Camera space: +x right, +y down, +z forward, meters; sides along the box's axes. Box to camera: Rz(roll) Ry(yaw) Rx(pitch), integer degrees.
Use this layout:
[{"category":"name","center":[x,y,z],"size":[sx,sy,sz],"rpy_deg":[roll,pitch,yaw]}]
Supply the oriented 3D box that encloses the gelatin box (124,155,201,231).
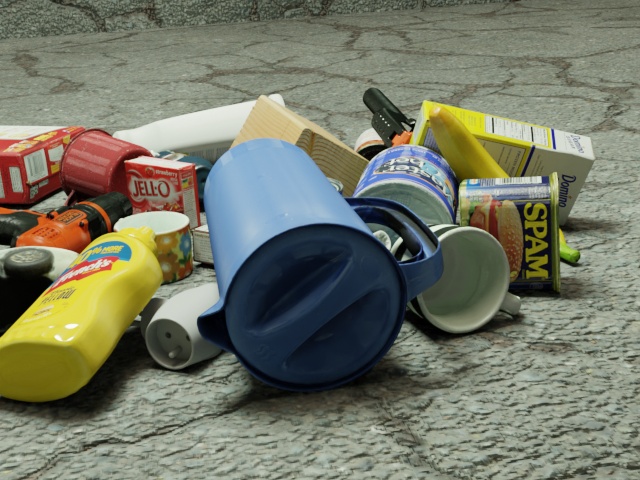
[{"category":"gelatin box","center":[-0.175,-0.051,1.174],"size":[0.089,0.073,0.030],"rpy_deg":[11,23,37]}]

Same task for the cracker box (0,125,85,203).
[{"category":"cracker box","center":[-0.430,-0.098,1.369],"size":[0.214,0.072,0.164],"rpy_deg":[1,18,17]}]

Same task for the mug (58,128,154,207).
[{"category":"mug","center":[-0.251,-0.070,1.244],"size":[0.082,0.093,0.117],"rpy_deg":[18,58,37]}]

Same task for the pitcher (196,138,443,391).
[{"category":"pitcher","center":[-0.016,0.002,0.850],"size":[0.149,0.145,0.243],"rpy_deg":[28,15,-22]}]

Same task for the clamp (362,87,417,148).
[{"category":"clamp","center":[0.112,-0.112,1.218],"size":[0.164,0.036,0.210],"rpy_deg":[36,13,-3]}]

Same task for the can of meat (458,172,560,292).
[{"category":"can of meat","center":[0.166,-0.006,0.935],"size":[0.084,0.102,0.057],"rpy_deg":[-2,18,11]}]

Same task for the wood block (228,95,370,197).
[{"category":"wood block","center":[-0.029,-0.088,1.184],"size":[0.090,0.091,0.206],"rpy_deg":[27,8,-22]}]

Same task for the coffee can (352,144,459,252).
[{"category":"coffee can","center":[0.077,-0.024,1.002],"size":[0.103,0.103,0.140],"rpy_deg":[0,18,10]}]

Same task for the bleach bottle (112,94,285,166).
[{"category":"bleach bottle","center":[-0.171,-0.130,1.389],"size":[0.250,0.068,0.103],"rpy_deg":[-9,-20,-13]}]

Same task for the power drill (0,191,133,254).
[{"category":"power drill","center":[-0.309,-0.027,1.109],"size":[0.188,0.057,0.184],"rpy_deg":[13,21,15]}]

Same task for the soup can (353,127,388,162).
[{"category":"soup can","center":[0.069,-0.092,1.265],"size":[0.068,0.068,0.102],"rpy_deg":[-1,18,6]}]

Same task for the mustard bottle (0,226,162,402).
[{"category":"mustard bottle","center":[-0.177,0.045,0.837],"size":[0.096,0.058,0.191],"rpy_deg":[-16,24,29]}]

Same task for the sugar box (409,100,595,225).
[{"category":"sugar box","center":[0.178,-0.078,1.085],"size":[0.176,0.093,0.048],"rpy_deg":[11,42,-6]}]

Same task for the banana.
[{"category":"banana","center":[0.172,-0.052,1.025],"size":[0.037,0.198,0.070],"rpy_deg":[-44,-3,-17]}]
